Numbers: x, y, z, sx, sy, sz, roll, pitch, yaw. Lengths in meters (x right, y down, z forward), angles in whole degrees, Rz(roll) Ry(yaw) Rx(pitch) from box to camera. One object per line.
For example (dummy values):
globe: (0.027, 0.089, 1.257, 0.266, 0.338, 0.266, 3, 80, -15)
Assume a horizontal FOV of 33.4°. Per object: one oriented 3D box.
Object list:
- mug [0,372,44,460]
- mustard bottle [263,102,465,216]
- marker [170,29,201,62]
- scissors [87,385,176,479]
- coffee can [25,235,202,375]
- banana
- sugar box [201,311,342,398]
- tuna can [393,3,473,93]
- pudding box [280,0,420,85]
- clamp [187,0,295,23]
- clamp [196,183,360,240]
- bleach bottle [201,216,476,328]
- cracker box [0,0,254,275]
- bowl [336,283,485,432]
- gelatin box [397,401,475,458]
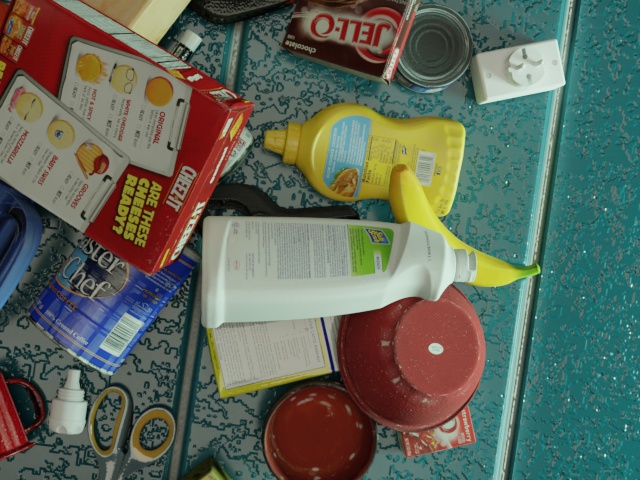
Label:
mug: (-0.318, 0.169, 1.011, 0.117, 0.093, 0.081, -20, 87, -36)
mustard bottle: (0.040, -0.084, 1.047, 0.191, 0.058, 0.096, 9, 104, -5)
marker: (-0.158, -0.153, 1.049, 0.020, 0.020, 0.121, 34, 88, -5)
scissors: (-0.193, 0.244, 1.052, 0.096, 0.016, 0.202, 3, 91, -5)
coffee can: (-0.193, 0.041, 1.006, 0.103, 0.103, 0.140, 37, 88, -5)
banana: (0.125, -0.004, 1.044, 0.197, 0.037, 0.070, 33, 112, -26)
sugar box: (-0.023, 0.090, 1.052, 0.176, 0.048, 0.093, -12, 89, -8)
tuna can: (0.108, -0.192, 1.065, 0.086, 0.034, 0.086, 0, 91, -5)
pudding box: (0.030, -0.210, 1.037, 0.114, 0.039, 0.090, 19, 88, 19)
clamp: (-0.128, -0.258, 1.041, 0.210, 0.036, 0.164, 22, 90, -1)
clamp: (-0.057, 0.001, 1.034, 0.171, 0.039, 0.120, 14, 60, 6)
bleach bottle: (0.018, 0.029, 0.973, 0.250, 0.068, 0.102, 1, 59, -6)
cracker box: (-0.186, -0.097, 0.912, 0.214, 0.072, 0.164, 31, 110, 9)
bowl: (0.099, 0.102, 1.017, 0.161, 0.055, 0.162, 3, 81, -21)
gelatin box: (0.110, 0.166, 1.072, 0.073, 0.030, 0.089, -12, 92, -5)
